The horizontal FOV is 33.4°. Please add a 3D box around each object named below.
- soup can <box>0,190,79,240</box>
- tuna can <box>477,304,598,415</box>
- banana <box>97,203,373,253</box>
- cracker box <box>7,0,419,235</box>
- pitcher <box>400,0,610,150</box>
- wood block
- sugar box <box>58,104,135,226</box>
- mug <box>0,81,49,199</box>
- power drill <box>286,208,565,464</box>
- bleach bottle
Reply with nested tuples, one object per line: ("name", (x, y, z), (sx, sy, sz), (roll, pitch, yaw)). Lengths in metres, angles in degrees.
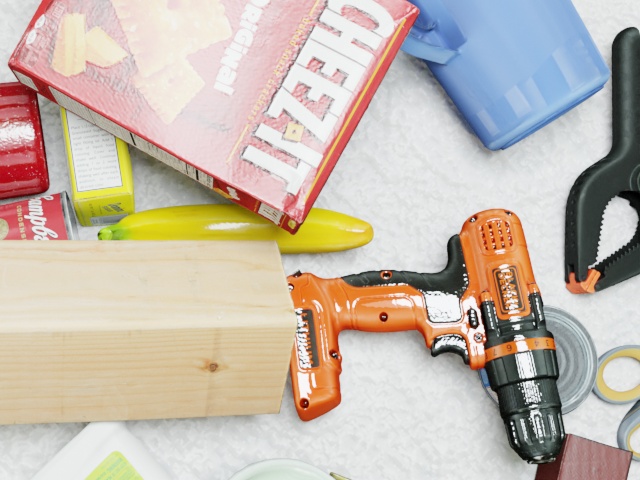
("soup can", (-0.223, 0.008, 0.754), (0.102, 0.068, 0.068), (-13, 81, -9))
("tuna can", (0.164, 0.091, 0.802), (0.086, 0.034, 0.086), (1, 79, -7))
("banana", (-0.063, -0.004, 0.778), (0.197, 0.070, 0.037), (-3, 108, -14))
("cracker box", (-0.068, -0.127, 0.695), (0.213, 0.072, 0.164), (29, 84, -2))
("pitcher", (0.104, -0.190, 0.802), (0.149, 0.145, 0.243), (-32, 87, 7))
("wood block", (-0.129, 0.060, 0.714), (0.205, 0.091, 0.090), (0, 38, -15))
("sugar box", (-0.166, -0.104, 0.770), (0.048, 0.093, 0.176), (-6, 80, -10))
("mug", (-0.241, -0.076, 0.764), (0.081, 0.093, 0.117), (-8, 42, -13))
("power drill", (0.071, 0.078, 0.760), (0.187, 0.057, 0.184), (-9, 70, 1))
("bleach bottle", (-0.093, 0.237, 0.729), (0.251, 0.068, 0.102), (46, 75, 0))
